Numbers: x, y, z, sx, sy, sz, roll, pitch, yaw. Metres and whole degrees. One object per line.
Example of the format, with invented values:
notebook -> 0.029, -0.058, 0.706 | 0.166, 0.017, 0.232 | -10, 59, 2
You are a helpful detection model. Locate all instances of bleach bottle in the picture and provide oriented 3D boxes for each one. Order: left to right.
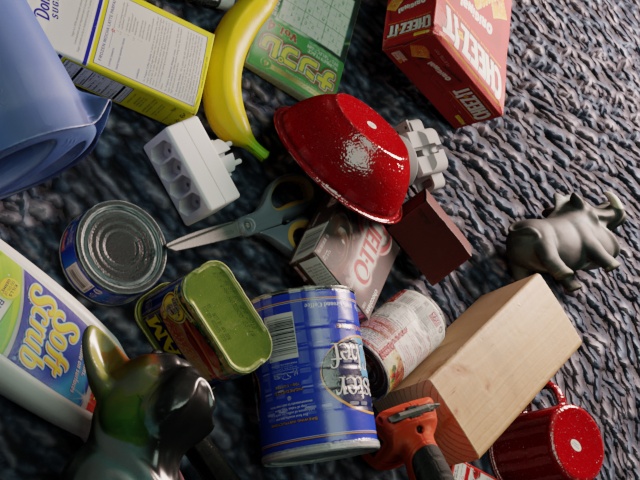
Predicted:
bleach bottle -> -0.208, 0.082, 0.826 | 0.250, 0.068, 0.102 | 38, 56, -22

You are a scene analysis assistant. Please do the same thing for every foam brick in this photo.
foam brick -> 0.111, -0.004, 1.092 | 0.078, 0.053, 0.051 | 51, 13, -9

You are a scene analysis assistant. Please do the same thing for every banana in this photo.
banana -> -0.080, -0.169, 1.036 | 0.069, 0.037, 0.198 | 15, 66, -28

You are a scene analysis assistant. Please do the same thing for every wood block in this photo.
wood block -> 0.160, 0.129, 1.064 | 0.205, 0.091, 0.090 | -37, 96, -40

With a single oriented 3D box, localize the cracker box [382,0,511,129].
cracker box -> 0.149, -0.261, 1.196 | 0.164, 0.072, 0.213 | 38, 50, -43

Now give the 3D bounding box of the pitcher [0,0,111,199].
pitcher -> -0.289, -0.151, 0.826 | 0.149, 0.145, 0.243 | -20, 81, -52

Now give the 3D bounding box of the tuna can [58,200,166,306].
tuna can -> -0.173, 0.010, 0.898 | 0.086, 0.034, 0.086 | 14, 64, -32

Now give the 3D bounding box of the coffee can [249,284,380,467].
coffee can -> -0.009, 0.120, 0.932 | 0.102, 0.103, 0.140 | 3, 70, -36

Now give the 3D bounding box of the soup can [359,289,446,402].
soup can -> 0.066, 0.098, 1.020 | 0.102, 0.069, 0.068 | -36, 95, -41

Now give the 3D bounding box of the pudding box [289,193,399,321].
pudding box -> 0.025, 0.013, 1.025 | 0.090, 0.039, 0.113 | 50, 42, -21

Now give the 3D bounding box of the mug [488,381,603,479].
mug -> 0.233, 0.202, 1.095 | 0.093, 0.082, 0.117 | 15, 64, -32

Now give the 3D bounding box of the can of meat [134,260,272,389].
can of meat -> -0.097, 0.074, 0.897 | 0.057, 0.084, 0.102 | -36, 95, -40

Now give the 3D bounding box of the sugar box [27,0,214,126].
sugar box -> -0.187, -0.176, 0.956 | 0.176, 0.048, 0.093 | 21, 61, -25

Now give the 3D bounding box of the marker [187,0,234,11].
marker -> -0.139, -0.244, 1.035 | 0.120, 0.020, 0.020 | 6, 69, -35

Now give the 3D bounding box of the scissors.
scissors -> -0.056, 0.001, 0.985 | 0.201, 0.016, 0.096 | -40, 103, -47

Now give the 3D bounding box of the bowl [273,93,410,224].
bowl -> 0.034, -0.091, 1.033 | 0.162, 0.055, 0.162 | 35, 23, -18

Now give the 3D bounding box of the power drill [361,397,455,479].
power drill -> 0.098, 0.248, 0.945 | 0.057, 0.185, 0.188 | -15, 62, -23
